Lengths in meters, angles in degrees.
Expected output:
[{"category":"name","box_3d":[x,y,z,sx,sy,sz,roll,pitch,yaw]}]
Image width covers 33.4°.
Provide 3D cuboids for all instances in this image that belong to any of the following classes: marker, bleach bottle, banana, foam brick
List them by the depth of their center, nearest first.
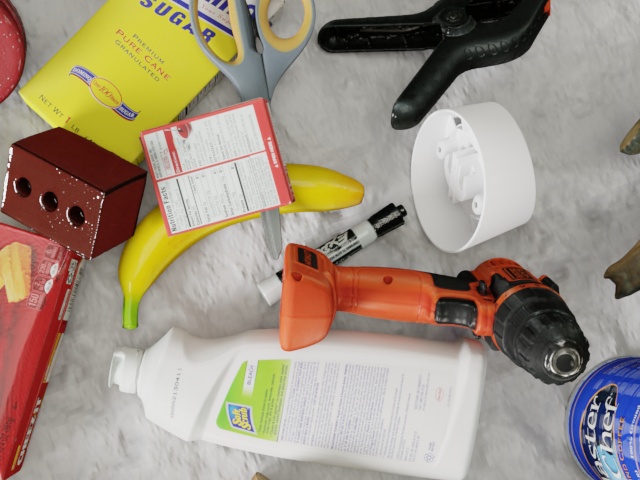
[{"category":"foam brick","box_3d":[-0.162,-0.033,0.703,0.078,0.051,0.053,26,119,17]},{"category":"bleach bottle","box_3d":[-0.018,0.099,0.740,0.250,0.068,0.102,10,90,-3]},{"category":"banana","box_3d":[-0.067,-0.013,0.758,0.197,0.037,0.069,-29,98,-7]},{"category":"marker","box_3d":[0.010,0.008,0.771,0.121,0.020,0.020,-32,89,-7]}]

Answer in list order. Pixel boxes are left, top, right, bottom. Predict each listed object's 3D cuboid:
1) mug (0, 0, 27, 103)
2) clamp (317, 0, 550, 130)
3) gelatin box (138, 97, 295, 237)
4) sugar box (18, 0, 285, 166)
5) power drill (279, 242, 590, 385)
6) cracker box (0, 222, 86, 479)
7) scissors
[{"category":"mug","box_3d":[-0.238,-0.140,0.708,0.093,0.082,0.117,9,102,-21]},{"category":"clamp","box_3d":[0.086,-0.150,0.770,0.171,0.039,0.120,-30,58,-21]},{"category":"gelatin box","box_3d":[-0.069,-0.049,0.714,0.089,0.030,0.073,-15,94,5]},{"category":"sugar box","box_3d":[-0.117,-0.134,0.756,0.093,0.048,0.176,42,84,-2]},{"category":"power drill","box_3d":[0.067,0.047,0.694,0.187,0.184,0.057,6,100,-4]},{"category":"cracker box","box_3d":[-0.283,0.051,0.713,0.213,0.072,0.164,17,84,-3]},{"category":"scissors","box_3d":[-0.027,-0.097,0.739,0.096,0.016,0.202,-23,93,-10]}]
